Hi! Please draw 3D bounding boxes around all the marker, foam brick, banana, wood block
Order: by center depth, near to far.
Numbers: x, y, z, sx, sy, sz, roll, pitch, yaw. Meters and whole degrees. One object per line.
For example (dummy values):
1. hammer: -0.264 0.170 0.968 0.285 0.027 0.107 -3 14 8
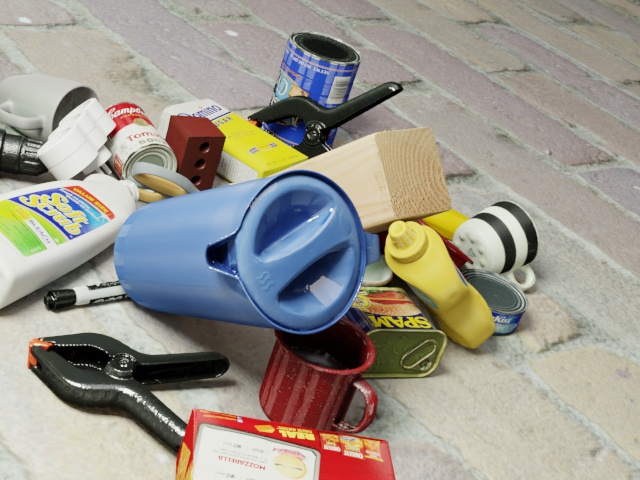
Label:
1. marker: -0.207 0.049 1.018 0.120 0.020 0.020 -8 39 -41
2. wood block: 0.026 -0.047 1.132 0.090 0.090 0.207 -11 -4 -43
3. foam brick: -0.152 -0.101 1.256 0.052 0.078 0.051 -3 34 -36
4. banana: 0.139 -0.043 1.375 0.198 0.037 0.069 35 32 27

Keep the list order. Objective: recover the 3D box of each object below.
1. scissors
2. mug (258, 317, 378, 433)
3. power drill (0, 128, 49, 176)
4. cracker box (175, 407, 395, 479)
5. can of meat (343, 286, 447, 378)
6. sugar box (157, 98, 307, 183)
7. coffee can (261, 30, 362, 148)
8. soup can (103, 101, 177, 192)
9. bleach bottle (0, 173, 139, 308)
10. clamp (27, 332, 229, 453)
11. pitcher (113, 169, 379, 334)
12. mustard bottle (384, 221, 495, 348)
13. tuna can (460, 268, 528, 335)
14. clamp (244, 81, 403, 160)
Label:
1. scissors: -0.138 -0.039 1.206 0.096 0.016 0.201 -9 -28 44
2. mug: 0.002 0.126 0.946 0.117 0.082 0.093 34 31 26
3. power drill: -0.372 -0.068 1.085 0.184 0.057 0.187 9 27 -12
4. cracker box: -0.023 0.225 0.768 0.164 0.072 0.213 12 30 -13
5. can of meat: 0.062 0.090 1.074 0.101 0.057 0.084 3 29 -28
6. sugar box: -0.113 -0.120 1.348 0.176 0.048 0.093 34 32 24
7. coffee can: -0.013 -0.199 1.448 0.102 0.140 0.103 15 29 -8
8. soup can: -0.216 -0.108 1.239 0.068 0.069 0.102 -2 35 -34
9. bleach bottle: -0.263 -0.018 1.047 0.102 0.068 0.250 43 30 4
10. clamp: -0.161 0.113 0.912 0.171 0.039 0.120 23 27 7
11. pitcher: -0.074 0.012 0.956 0.243 0.149 0.145 -2 47 52
12. mustard bottle: 0.113 0.035 1.090 0.096 0.058 0.191 52 3 40
13. tuna can: 0.190 0.070 1.212 0.086 0.034 0.086 15 28 -8
14. clamp: -0.001 -0.125 1.376 0.210 0.164 0.036 4 0 19
